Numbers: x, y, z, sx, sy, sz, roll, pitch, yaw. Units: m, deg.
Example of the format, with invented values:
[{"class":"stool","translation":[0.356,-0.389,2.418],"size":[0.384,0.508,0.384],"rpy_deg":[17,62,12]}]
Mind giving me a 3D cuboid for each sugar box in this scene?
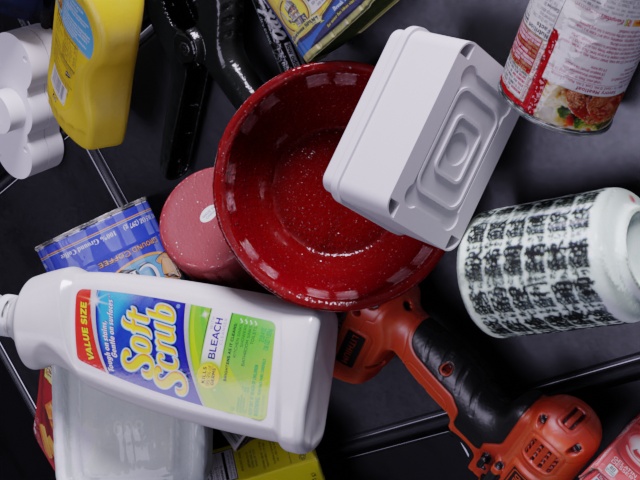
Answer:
[{"class":"sugar box","translation":[-0.083,0.212,0.858],"size":[0.048,0.176,0.093],"rpy_deg":[-114,7,-47]}]

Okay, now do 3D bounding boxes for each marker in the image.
[{"class":"marker","translation":[-0.034,-0.156,0.743],"size":[0.020,0.020,0.121],"rpy_deg":[-15,100,44]}]

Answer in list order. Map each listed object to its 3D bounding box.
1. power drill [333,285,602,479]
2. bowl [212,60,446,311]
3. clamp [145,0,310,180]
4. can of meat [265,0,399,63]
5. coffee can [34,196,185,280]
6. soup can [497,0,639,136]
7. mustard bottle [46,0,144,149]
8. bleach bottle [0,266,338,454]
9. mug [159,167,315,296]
[{"class":"power drill","translation":[0.090,0.122,0.746],"size":[0.188,0.057,0.185],"rpy_deg":[41,141,17]},{"class":"bowl","translation":[0.011,-0.034,0.705],"size":[0.162,0.162,0.055],"rpy_deg":[59,180,1]},{"class":"clamp","translation":[-0.078,-0.138,0.774],"size":[0.165,0.036,0.210],"rpy_deg":[11,115,44]},{"class":"can of meat","translation":[0.006,-0.173,0.674],"size":[0.102,0.057,0.084],"rpy_deg":[-34,89,46]},{"class":"coffee can","translation":[-0.163,0.048,0.900],"size":[0.103,0.102,0.140],"rpy_deg":[-20,97,45]},{"class":"soup can","translation":[0.144,-0.117,0.573],"size":[0.069,0.068,0.102],"rpy_deg":[35,130,23]},{"class":"mustard bottle","translation":[-0.169,-0.165,0.806],"size":[0.096,0.058,0.192],"rpy_deg":[62,149,30]},{"class":"bleach bottle","translation":[-0.118,0.076,0.740],"size":[0.251,0.068,0.102],"rpy_deg":[7,85,16]},{"class":"mug","translation":[-0.055,0.001,0.771],"size":[0.117,0.093,0.081],"rpy_deg":[14,163,22]}]
